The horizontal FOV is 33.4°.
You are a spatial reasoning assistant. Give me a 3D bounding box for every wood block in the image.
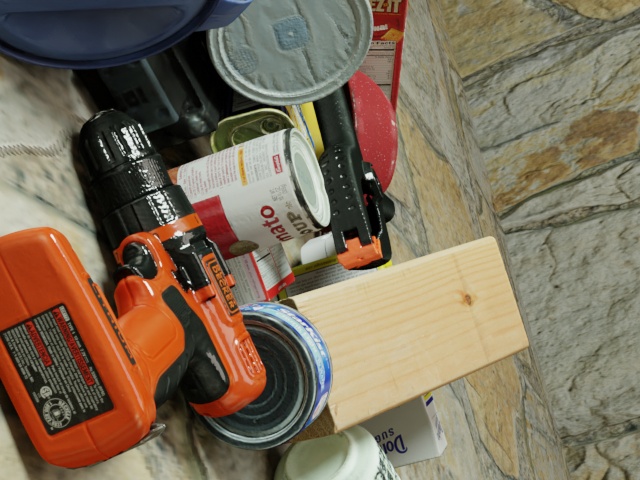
[{"bbox_3d":[0.042,0.068,0.752,0.205,0.090,0.091,-14,86,-42],"label":"wood block"}]

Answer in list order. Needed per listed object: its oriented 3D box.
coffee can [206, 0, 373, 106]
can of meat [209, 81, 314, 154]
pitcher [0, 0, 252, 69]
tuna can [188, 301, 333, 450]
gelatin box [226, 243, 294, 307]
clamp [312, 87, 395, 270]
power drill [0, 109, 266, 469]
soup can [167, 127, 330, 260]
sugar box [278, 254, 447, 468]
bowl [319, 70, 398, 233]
[{"bbox_3d":[-0.028,-0.169,0.700,0.140,0.103,0.102,-103,167,-49],"label":"coffee can"},{"bbox_3d":[-0.037,-0.066,0.742,0.084,0.057,0.102,-93,166,-53],"label":"can of meat"},{"bbox_3d":[-0.128,-0.222,0.576,0.149,0.145,0.243,74,2,-65],"label":"pitcher"},{"bbox_3d":[-0.038,0.081,0.640,0.033,0.086,0.086,-18,90,-73],"label":"tuna can"},{"bbox_3d":[-0.055,0.001,0.778,0.073,0.030,0.089,-37,106,-74],"label":"gelatin box"},{"bbox_3d":[0.029,-0.034,0.796,0.210,0.036,0.164,-95,162,-53],"label":"clamp"},{"bbox_3d":[-0.100,0.020,0.535,0.184,0.057,0.187,63,17,-1],"label":"power drill"},{"bbox_3d":[-0.053,-0.025,0.675,0.068,0.102,0.068,-18,90,-75],"label":"soup can"},{"bbox_3d":[0.033,0.097,0.864,0.048,0.093,0.176,-16,89,-75],"label":"sugar box"},{"bbox_3d":[0.029,-0.087,0.971,0.162,0.055,0.162,180,-90,-73],"label":"bowl"}]
